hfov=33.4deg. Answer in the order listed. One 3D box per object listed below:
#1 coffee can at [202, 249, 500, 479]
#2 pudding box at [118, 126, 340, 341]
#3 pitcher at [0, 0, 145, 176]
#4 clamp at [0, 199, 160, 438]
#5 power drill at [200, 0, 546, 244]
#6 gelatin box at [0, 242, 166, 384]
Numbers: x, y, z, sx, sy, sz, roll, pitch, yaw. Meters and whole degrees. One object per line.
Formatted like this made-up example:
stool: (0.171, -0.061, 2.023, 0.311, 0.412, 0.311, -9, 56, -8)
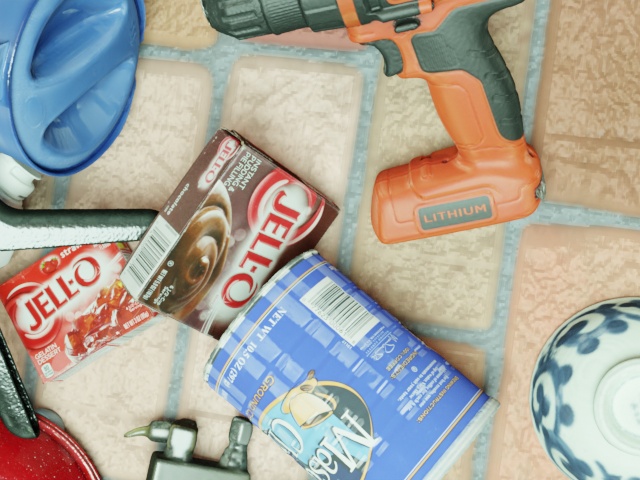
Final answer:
coffee can: (0.017, 0.088, 0.618, 0.140, 0.102, 0.103, 40, 94, 12)
pudding box: (-0.054, 0.001, 0.646, 0.113, 0.089, 0.039, -53, 41, 5)
pitcher: (-0.245, -0.135, 0.661, 0.243, 0.149, 0.145, 19, 64, 20)
clamp: (-0.215, 0.016, 0.637, 0.209, 0.036, 0.164, 26, 93, -15)
power drill: (0.044, -0.088, 0.595, 0.184, 0.057, 0.187, -10, 127, 12)
gelatin box: (-0.157, 0.040, 0.694, 0.089, 0.030, 0.073, -31, 80, 8)
